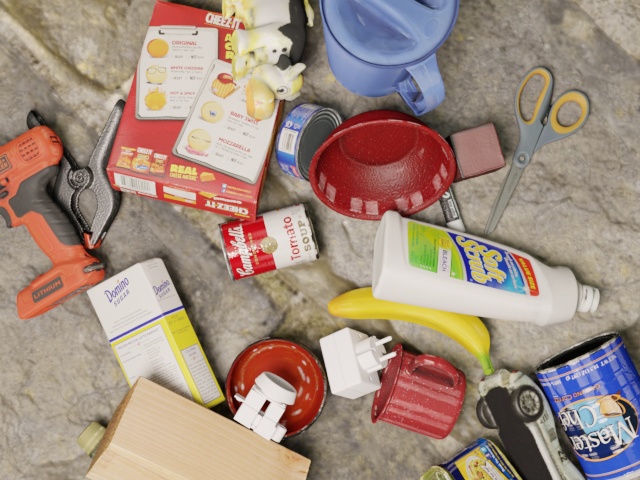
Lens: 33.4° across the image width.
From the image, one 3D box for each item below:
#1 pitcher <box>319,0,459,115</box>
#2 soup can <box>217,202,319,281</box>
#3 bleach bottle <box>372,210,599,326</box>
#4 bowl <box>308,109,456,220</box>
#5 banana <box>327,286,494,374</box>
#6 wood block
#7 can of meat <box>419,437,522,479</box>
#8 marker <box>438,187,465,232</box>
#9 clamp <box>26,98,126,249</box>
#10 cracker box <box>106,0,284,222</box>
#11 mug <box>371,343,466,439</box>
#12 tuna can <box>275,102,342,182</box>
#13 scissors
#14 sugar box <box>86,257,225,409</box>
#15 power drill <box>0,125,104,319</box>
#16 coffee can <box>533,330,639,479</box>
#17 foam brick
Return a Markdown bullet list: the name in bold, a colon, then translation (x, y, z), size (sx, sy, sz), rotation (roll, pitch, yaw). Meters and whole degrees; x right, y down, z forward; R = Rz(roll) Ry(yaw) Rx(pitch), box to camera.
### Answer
- **pitcher**: translation (0.068, -0.213, 1.120), size (0.145, 0.243, 0.149), rotation (16, 87, 0)
- **soup can**: translation (-0.058, 0.001, 1.197), size (0.102, 0.068, 0.068), rotation (-14, 87, -2)
- **bleach bottle**: translation (0.186, 0.038, 1.193), size (0.250, 0.068, 0.102), rotation (10, 50, -6)
- **bowl**: translation (0.067, -0.093, 1.180), size (0.162, 0.162, 0.055), rotation (-3, 51, -1)
- **banana**: translation (0.109, 0.086, 1.199), size (0.198, 0.069, 0.037), rotation (19, 132, 6)
- **wood block**: translation (-0.128, 0.241, 1.127), size (0.206, 0.090, 0.090), rotation (28, 46, -11)
- **can of meat**: translation (0.173, 0.276, 1.167), size (0.083, 0.058, 0.102), rotation (-24, 70, -35)
- **marker**: translation (0.139, -0.065, 1.225), size (0.020, 0.020, 0.121), rotation (-18, 88, -1)
- **clamp**: translation (-0.279, -0.077, 1.215), size (0.120, 0.039, 0.171), rotation (3, 90, 14)
- **cracker box**: translation (-0.127, -0.142, 1.178), size (0.164, 0.072, 0.213), rotation (12, 70, -1)
- **mug**: translation (0.113, 0.163, 1.171), size (0.081, 0.117, 0.093), rotation (19, 47, -4)
- **tuna can**: translation (-0.012, -0.110, 1.193), size (0.034, 0.086, 0.086), rotation (20, 87, 32)
- **scissors**: translation (0.252, -0.098, 1.229), size (0.096, 0.016, 0.202), rotation (10, 87, 0)
- **sugar box**: translation (-0.183, 0.115, 1.184), size (0.093, 0.048, 0.176), rotation (-25, 85, 33)
- **power drill**: translation (-0.339, -0.010, 1.189), size (0.185, 0.057, 0.187), rotation (-28, 89, 16)
- **coffee can**: translation (0.311, 0.184, 1.172), size (0.103, 0.103, 0.140), rotation (-26, 87, -2)
- **foam brick**: translation (0.171, -0.097, 1.198), size (0.053, 0.078, 0.051), rotation (-17, 89, 0)
